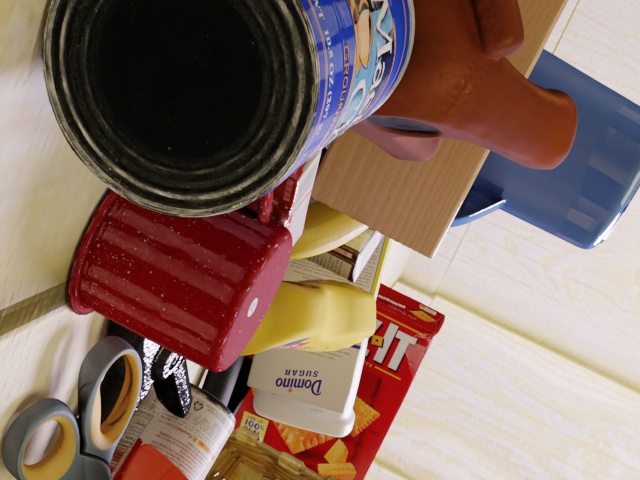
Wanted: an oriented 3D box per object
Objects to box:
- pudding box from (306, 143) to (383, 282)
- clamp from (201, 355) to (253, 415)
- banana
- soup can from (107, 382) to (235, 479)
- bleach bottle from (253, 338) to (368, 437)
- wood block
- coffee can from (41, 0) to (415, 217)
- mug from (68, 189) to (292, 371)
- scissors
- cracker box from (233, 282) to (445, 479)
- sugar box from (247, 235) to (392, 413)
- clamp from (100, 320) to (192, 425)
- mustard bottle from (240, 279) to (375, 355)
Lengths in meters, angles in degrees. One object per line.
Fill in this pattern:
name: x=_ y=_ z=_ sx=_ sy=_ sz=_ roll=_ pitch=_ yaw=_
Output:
pudding box: x=0.013 y=-0.032 z=0.862 sx=0.113 sy=0.090 sz=0.039 roll=-56 pitch=167 yaw=-39
clamp: x=-0.106 y=0.179 z=0.960 sx=0.164 sy=0.036 sz=0.210 roll=73 pitch=40 yaw=-77
banana: x=0.020 y=-0.035 z=0.806 sx=0.197 sy=0.070 sz=0.037 roll=-34 pitch=139 yaw=-35
soup can: x=-0.111 y=0.152 z=0.735 sx=0.102 sy=0.068 sz=0.068 roll=-60 pitch=171 yaw=-26
bleach bottle: x=0.012 y=0.051 z=0.996 sx=0.068 sy=0.102 sz=0.251 roll=-77 pitch=-179 yaw=-77
wood block: x=0.081 y=-0.104 z=0.675 sx=0.206 sy=0.091 sz=0.090 roll=-64 pitch=175 yaw=11
coffee can: x=-0.028 y=-0.077 z=0.420 sx=0.103 sy=0.103 sz=0.140 roll=-67 pitch=171 yaw=24
mug: x=-0.062 y=0.003 z=0.532 sx=0.117 sy=0.081 sz=0.093 roll=-66 pitch=171 yaw=15
scissors: x=-0.139 y=0.141 z=0.590 sx=0.096 sy=0.016 sz=0.202 roll=-26 pitch=139 yaw=-49
cracker box: x=0.006 y=0.139 z=1.089 sx=0.214 sy=0.164 sz=0.072 roll=-66 pitch=173 yaw=19
sugar box: x=0.001 y=0.055 z=0.943 sx=0.048 sy=0.093 sz=0.176 roll=-53 pitch=159 yaw=-76
clamp: x=-0.097 y=0.065 z=0.643 sx=0.172 sy=0.039 sz=0.120 roll=-64 pitch=168 yaw=21
mustard bottle: x=-0.036 y=0.053 z=0.775 sx=0.191 sy=0.096 sz=0.058 roll=11 pitch=80 yaw=-65
